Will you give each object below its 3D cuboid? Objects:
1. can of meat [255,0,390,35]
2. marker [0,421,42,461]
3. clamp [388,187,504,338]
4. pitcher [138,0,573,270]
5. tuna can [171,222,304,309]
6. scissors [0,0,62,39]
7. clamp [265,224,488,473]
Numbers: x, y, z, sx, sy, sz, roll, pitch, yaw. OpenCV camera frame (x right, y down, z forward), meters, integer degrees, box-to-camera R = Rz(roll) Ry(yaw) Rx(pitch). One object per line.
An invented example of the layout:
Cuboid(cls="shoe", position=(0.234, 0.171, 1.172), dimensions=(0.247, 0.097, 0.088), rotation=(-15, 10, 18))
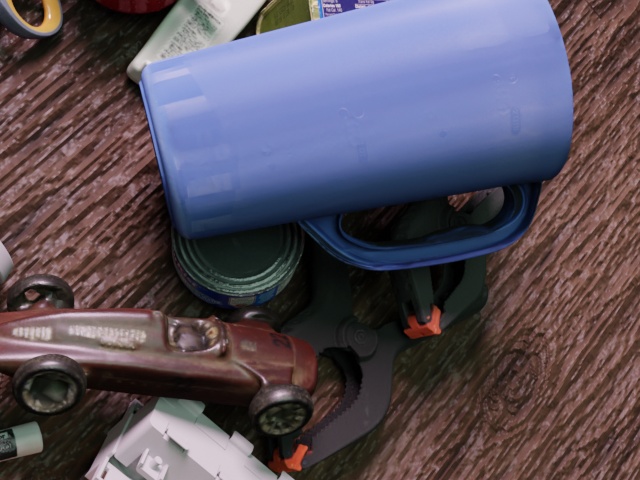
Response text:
Cuboid(cls="can of meat", position=(0.012, -0.144, 0.736), dimensions=(0.083, 0.102, 0.057), rotation=(-5, 82, -25))
Cuboid(cls="marker", position=(-0.221, 0.127, 0.610), dimensions=(0.120, 0.020, 0.020), rotation=(-11, 84, -28))
Cuboid(cls="clamp", position=(0.081, -0.018, 0.749), dimensions=(0.120, 0.039, 0.171), rotation=(32, 59, -16))
Cuboid(cls="pitcher", position=(0.021, -0.067, 0.651), dimensions=(0.242, 0.145, 0.149), rotation=(-13, 62, -8))
Cuboid(cls="tuna can", position=(-0.055, 0.001, 0.696), dimensions=(0.086, 0.034, 0.086), rotation=(3, 68, -8))
Cuboid(cls="scissors", position=(-0.215, -0.161, 0.624), dimensions=(0.201, 0.016, 0.096), rotation=(-29, 110, -59))
Cuboid(cls="clamp", position=(0.013, 0.059, 0.729), dimensions=(0.164, 0.036, 0.209), rotation=(42, 61, -11))
